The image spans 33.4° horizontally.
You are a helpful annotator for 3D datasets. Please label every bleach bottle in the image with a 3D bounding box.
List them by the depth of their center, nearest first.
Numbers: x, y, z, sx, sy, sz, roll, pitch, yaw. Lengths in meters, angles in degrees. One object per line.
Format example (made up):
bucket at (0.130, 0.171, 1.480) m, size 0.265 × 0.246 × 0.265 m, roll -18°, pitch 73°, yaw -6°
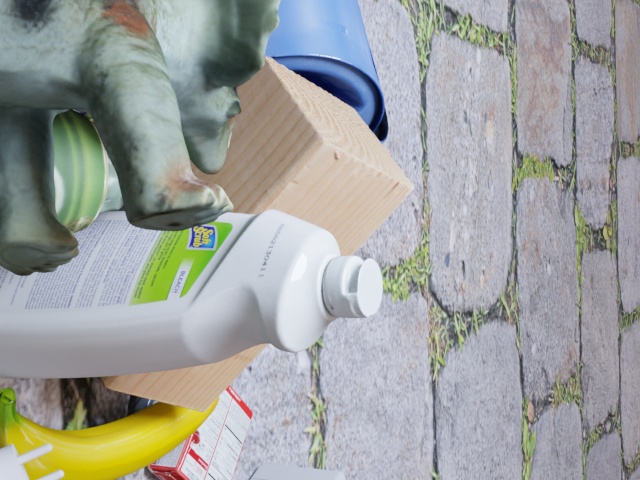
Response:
bleach bottle at (-0.088, 0.032, 0.574) m, size 0.068 × 0.251 × 0.102 m, roll 55°, pitch 43°, yaw -46°

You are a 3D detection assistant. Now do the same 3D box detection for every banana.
banana at (-0.138, 0.127, 0.684) m, size 0.070 × 0.037 × 0.197 m, roll -54°, pitch 152°, yaw 15°

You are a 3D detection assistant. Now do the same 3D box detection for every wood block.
wood block at (-0.054, 0.001, 0.668) m, size 0.090 × 0.206 × 0.090 m, roll 24°, pitch 25°, yaw -46°

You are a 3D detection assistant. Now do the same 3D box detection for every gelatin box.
gelatin box at (-0.089, 0.151, 0.807) m, size 0.073 × 0.030 × 0.089 m, roll 58°, pitch 41°, yaw -46°

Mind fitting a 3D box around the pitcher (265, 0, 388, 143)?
pitcher at (-0.030, -0.175, 0.769) m, size 0.149 × 0.145 × 0.243 m, roll 91°, pitch -7°, yaw -60°
